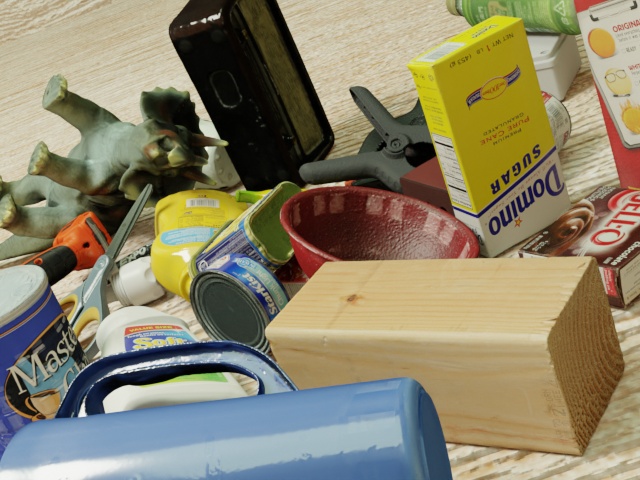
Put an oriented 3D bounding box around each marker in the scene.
[{"bbox_3d":[-0.198,0.023,1.123,0.121,0.020,0.020,-32,26,-21],"label":"marker"}]

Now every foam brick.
[{"bbox_3d":[0.117,-0.039,0.952,0.051,0.053,0.078,-31,25,-21],"label":"foam brick"}]

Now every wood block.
[{"bbox_3d":[0.080,0.071,0.704,0.207,0.090,0.090,-2,31,37],"label":"wood block"}]

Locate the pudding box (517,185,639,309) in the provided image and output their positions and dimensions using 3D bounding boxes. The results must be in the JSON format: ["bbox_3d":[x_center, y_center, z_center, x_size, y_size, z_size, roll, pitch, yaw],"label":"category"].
[{"bbox_3d":[0.219,0.002,0.798,0.113,0.039,0.090,-36,28,-30],"label":"pudding box"}]

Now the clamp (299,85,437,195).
[{"bbox_3d":[0.066,-0.078,1.037,0.172,0.039,0.120,28,76,30],"label":"clamp"}]

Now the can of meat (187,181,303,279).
[{"bbox_3d":[-0.056,0.001,0.940,0.084,0.057,0.102,-36,9,37],"label":"can of meat"}]

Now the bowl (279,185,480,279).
[{"bbox_3d":[0.043,0.013,0.855,0.162,0.055,0.162,8,25,-4],"label":"bowl"}]

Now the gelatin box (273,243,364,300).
[{"bbox_3d":[0.007,0.022,0.943,0.073,0.030,0.089,-2,30,36],"label":"gelatin box"}]

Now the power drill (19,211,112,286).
[{"bbox_3d":[-0.308,0.048,1.085,0.187,0.057,0.185,-38,12,-31],"label":"power drill"}]

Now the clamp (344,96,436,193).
[{"bbox_3d":[0.107,-0.116,1.100,0.210,0.036,0.165,-33,44,-5],"label":"clamp"}]

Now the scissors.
[{"bbox_3d":[-0.199,0.037,1.011,0.096,0.016,0.201,27,76,44],"label":"scissors"}]

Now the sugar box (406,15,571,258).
[{"bbox_3d":[0.141,-0.083,0.872,0.093,0.176,0.048,-29,23,-17],"label":"sugar box"}]

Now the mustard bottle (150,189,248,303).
[{"bbox_3d":[-0.114,0.011,1.025,0.096,0.058,0.191,2,24,-7],"label":"mustard bottle"}]

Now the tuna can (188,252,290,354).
[{"bbox_3d":[-0.064,0.053,0.866,0.086,0.086,0.033,2,31,42],"label":"tuna can"}]

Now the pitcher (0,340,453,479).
[{"bbox_3d":[-0.051,0.140,0.611,0.243,0.149,0.145,-12,11,12],"label":"pitcher"}]

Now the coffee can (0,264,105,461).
[{"bbox_3d":[-0.231,0.105,0.827,0.103,0.140,0.103,-18,24,8],"label":"coffee can"}]

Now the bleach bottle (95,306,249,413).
[{"bbox_3d":[-0.132,0.103,0.824,0.102,0.068,0.251,1,14,-22],"label":"bleach bottle"}]
